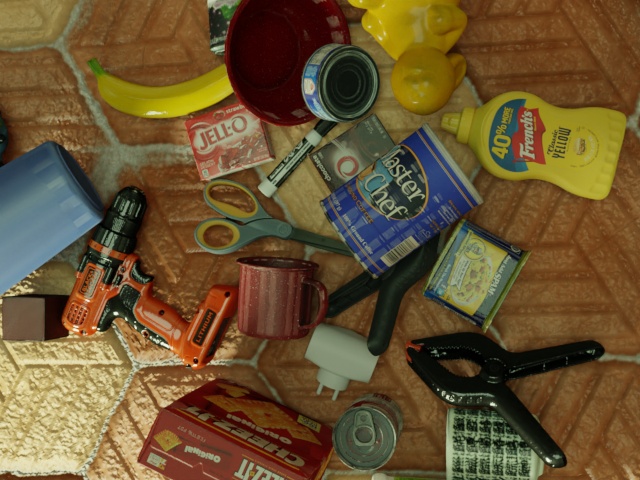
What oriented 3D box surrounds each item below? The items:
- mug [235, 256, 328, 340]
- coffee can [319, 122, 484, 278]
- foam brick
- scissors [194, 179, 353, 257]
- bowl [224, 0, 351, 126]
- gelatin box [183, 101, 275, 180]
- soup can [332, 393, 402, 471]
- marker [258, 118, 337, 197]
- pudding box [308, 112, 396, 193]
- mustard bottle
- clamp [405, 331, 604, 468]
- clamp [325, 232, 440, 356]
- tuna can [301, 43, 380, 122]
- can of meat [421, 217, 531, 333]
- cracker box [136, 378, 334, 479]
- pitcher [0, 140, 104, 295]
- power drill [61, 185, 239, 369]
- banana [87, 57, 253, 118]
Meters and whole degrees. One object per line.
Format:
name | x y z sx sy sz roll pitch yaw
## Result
mug | -0.040 0.065 1.182 0.117 0.093 0.081 8 97 34
coffee can | 0.085 -0.041 1.119 0.140 0.102 0.103 -36 85 8
foam brick | -0.330 0.089 1.241 0.053 0.078 0.051 1 89 9
scissors | -0.058 0.001 1.209 0.202 0.016 0.096 33 80 15
bowl | -0.046 -0.208 1.177 0.161 0.055 0.162 -8 105 -32
gelatin box | -0.104 -0.115 1.224 0.089 0.030 0.073 -17 88 9
soup can | 0.054 0.207 1.165 0.068 0.102 0.068 0 91 9
marker | -0.025 -0.099 1.217 0.020 0.020 0.121 44 97 6
pudding box | 0.054 -0.072 1.193 0.090 0.039 0.113 -33 86 8
mustard bottle | 0.225 -0.110 1.155 0.192 0.058 0.096 13 92 10
clamp | 0.195 0.142 1.153 0.210 0.036 0.164 21 51 24
clamp | 0.069 0.038 1.180 0.120 0.039 0.171 22 75 46
tuna can | 0.023 -0.173 1.176 0.085 0.034 0.086 -8 105 -32
can of meat | 0.169 0.037 1.167 0.084 0.057 0.102 30 96 10
cracker box | -0.077 0.218 1.130 0.164 0.213 0.072 24 94 8
pitcher | -0.373 -0.010 1.207 0.243 0.145 0.149 -33 72 0
power drill | -0.188 0.050 1.229 0.188 0.057 0.184 25 96 11
banana | -0.173 -0.175 1.225 0.198 0.037 0.069 0 115 8
